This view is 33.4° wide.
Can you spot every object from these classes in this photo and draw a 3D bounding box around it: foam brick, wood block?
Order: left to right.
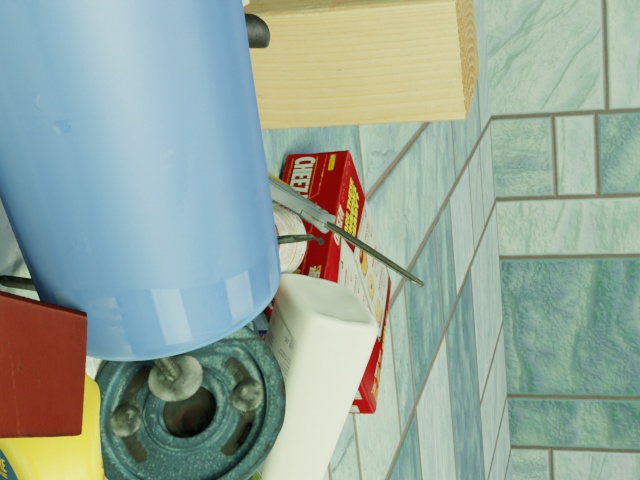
[{"bbox_3d":[-0.126,0.047,0.396,0.078,0.053,0.051,41,48,-75],"label":"foam brick"},{"bbox_3d":[0.007,-0.142,0.786,0.090,0.206,0.091,-67,151,-55],"label":"wood block"}]

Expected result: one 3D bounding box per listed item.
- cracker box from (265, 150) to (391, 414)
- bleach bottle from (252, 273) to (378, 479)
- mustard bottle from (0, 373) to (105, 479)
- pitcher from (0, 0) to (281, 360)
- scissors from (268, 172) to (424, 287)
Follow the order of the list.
[{"bbox_3d":[0.009,0.044,1.026,0.213,0.072,0.164,68,26,-49],"label":"cracker box"},{"bbox_3d":[-0.030,0.159,0.809,0.103,0.068,0.251,-128,-126,-66],"label":"bleach bottle"},{"bbox_3d":[-0.131,0.124,0.519,0.096,0.058,0.191,-162,-115,-65],"label":"mustard bottle"},{"bbox_3d":[-0.099,-0.076,0.442,0.144,0.149,0.243,-23,118,-25],"label":"pitcher"},{"bbox_3d":[-0.016,-0.024,0.795,0.096,0.202,0.016,23,100,-50],"label":"scissors"}]
